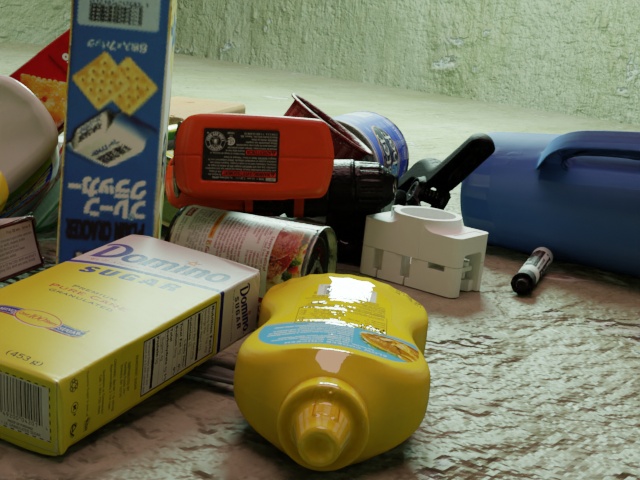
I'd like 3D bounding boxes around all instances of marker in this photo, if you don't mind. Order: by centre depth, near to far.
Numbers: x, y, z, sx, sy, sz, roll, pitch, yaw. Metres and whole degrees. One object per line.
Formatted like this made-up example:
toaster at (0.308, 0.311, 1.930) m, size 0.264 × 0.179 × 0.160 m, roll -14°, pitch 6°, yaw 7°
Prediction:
marker at (0.178, 0.025, 0.898) m, size 0.020 × 0.020 × 0.121 m, roll 10°, pitch 13°, yaw 18°

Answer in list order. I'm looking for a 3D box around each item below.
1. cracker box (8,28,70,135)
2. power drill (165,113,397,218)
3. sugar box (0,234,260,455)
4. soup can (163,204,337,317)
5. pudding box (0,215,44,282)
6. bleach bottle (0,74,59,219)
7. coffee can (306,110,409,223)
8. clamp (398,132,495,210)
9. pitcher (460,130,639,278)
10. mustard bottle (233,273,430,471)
cracker box at (-0.258, -0.130, 1.003) m, size 0.214 × 0.072 × 0.164 m, roll -36°, pitch 12°, yaw 5°
power drill at (-0.030, -0.048, 0.782) m, size 0.184 × 0.057 × 0.187 m, roll 0°, pitch -5°, yaw -1°
sugar box at (-0.114, 0.045, 0.555) m, size 0.093 × 0.048 × 0.176 m, roll 15°, pitch 24°, yaw 23°
soup can at (-0.047, 0.016, 0.716) m, size 0.102 × 0.068 × 0.068 m, roll 10°, pitch 13°, yaw 18°
pudding box at (-0.239, 0.014, 0.658) m, size 0.090 × 0.039 × 0.113 m, roll -5°, pitch 11°, yaw 18°
bleach bottle at (-0.241, -0.056, 0.823) m, size 0.068 × 0.102 × 0.251 m, roll 49°, pitch -7°, yaw -3°
coffee can at (0.026, -0.078, 1.097) m, size 0.103 × 0.103 × 0.140 m, roll 10°, pitch 13°, yaw 16°
clamp at (0.107, -0.049, 0.995) m, size 0.039 × 0.120 × 0.171 m, roll 31°, pitch 2°, yaw -18°
pitcher at (0.252, -0.041, 0.964) m, size 0.243 × 0.149 × 0.144 m, roll 10°, pitch 21°, yaw 31°
mustard bottle at (0.007, 0.066, 0.538) m, size 0.096 × 0.058 × 0.191 m, roll 9°, pitch 12°, yaw 3°
